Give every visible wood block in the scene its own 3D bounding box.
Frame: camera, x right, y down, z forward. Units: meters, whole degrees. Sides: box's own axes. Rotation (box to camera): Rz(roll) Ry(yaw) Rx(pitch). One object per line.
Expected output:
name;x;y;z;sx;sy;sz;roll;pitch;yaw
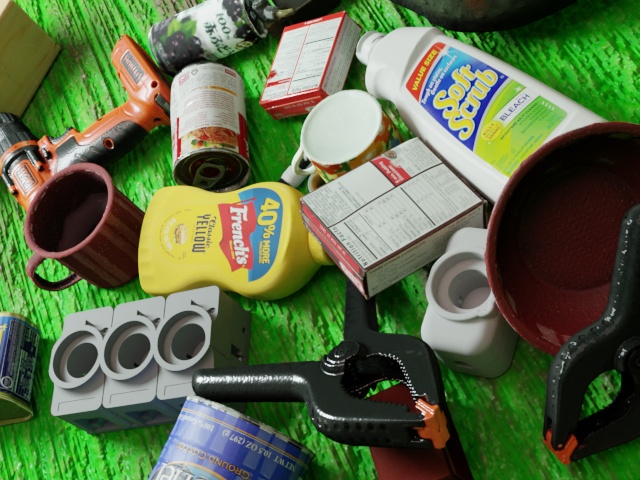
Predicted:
wood block;-0.373;-0.146;1.108;0.091;0.090;0.206;15;71;34

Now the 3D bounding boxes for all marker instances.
marker;-0.007;-0.073;0.914;0.121;0.020;0.020;-49;52;-4

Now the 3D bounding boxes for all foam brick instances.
foam brick;0.066;0.143;0.733;0.051;0.053;0.078;-27;53;13

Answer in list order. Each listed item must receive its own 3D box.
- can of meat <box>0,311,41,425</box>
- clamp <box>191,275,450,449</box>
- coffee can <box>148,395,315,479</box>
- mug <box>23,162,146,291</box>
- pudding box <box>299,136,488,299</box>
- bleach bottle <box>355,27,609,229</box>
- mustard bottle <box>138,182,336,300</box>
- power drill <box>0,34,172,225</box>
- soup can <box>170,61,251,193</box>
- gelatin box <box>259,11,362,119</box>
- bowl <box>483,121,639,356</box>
can of meat;-0.300;0.117;0.943;0.102;0.057;0.084;-13;56;21
clamp;0.009;0.094;0.736;0.164;0.036;0.210;-32;30;-14
coffee can;-0.078;0.194;0.750;0.103;0.102;0.140;14;71;33
mug;-0.207;0.000;0.942;0.117;0.081;0.093;-47;52;-2
pudding box;0.054;-0.019;0.798;0.113;0.039;0.090;-30;54;-14
bleach bottle;0.110;-0.101;0.841;0.102;0.068;0.251;-48;50;-3
mustard bottle;-0.056;0.001;0.874;0.192;0.058;0.096;-1;71;27
power drill;-0.231;-0.109;1.033;0.188;0.057;0.185;-42;56;5
soup can;-0.098;-0.100;0.948;0.069;0.068;0.102;-18;56;18
gelatin box;-0.009;-0.153;0.943;0.073;0.030;0.089;-6;58;41
bowl;0.183;-0.001;0.715;0.162;0.162;0.055;-39;12;4
